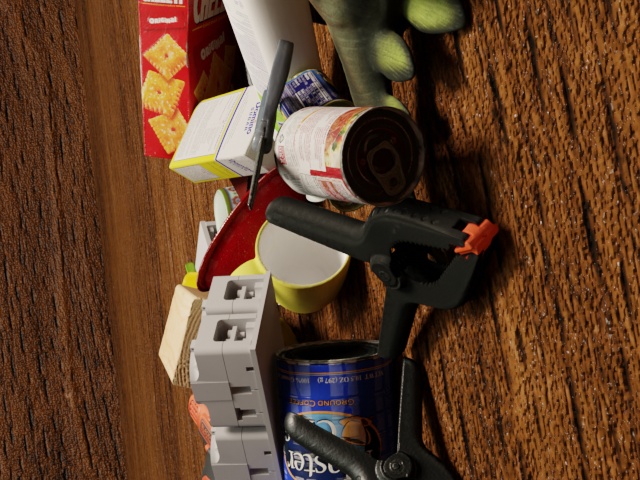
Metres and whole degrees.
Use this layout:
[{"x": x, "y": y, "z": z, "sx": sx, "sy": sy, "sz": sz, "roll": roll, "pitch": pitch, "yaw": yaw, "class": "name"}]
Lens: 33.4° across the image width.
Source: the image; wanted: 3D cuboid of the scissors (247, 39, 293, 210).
[{"x": -0.038, "y": -0.096, "z": 0.807, "sx": 0.202, "sy": 0.016, "sz": 0.096, "roll": -95, "pitch": 20, "yaw": -71, "class": "scissors"}]

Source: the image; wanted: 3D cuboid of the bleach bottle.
[{"x": -0.032, "y": -0.148, "z": 0.976, "sx": 0.103, "sy": 0.068, "sz": 0.251, "roll": 50, "pitch": 160, "yaw": 52, "class": "bleach bottle"}]

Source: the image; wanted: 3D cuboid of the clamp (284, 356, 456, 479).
[{"x": 0.064, "y": 0.173, "z": 0.833, "sx": 0.171, "sy": 0.120, "sz": 0.039, "roll": 51, "pitch": 169, "yaw": 25, "class": "clamp"}]

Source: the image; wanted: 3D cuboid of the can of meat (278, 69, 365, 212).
[{"x": 0.009, "y": -0.088, "z": 0.909, "sx": 0.102, "sy": 0.057, "sz": 0.084, "roll": 58, "pitch": -178, "yaw": -34, "class": "can of meat"}]

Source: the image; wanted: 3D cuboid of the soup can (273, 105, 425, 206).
[{"x": 0.018, "y": -0.062, "z": 0.759, "sx": 0.102, "sy": 0.068, "sz": 0.068, "roll": 13, "pitch": 107, "yaw": 60, "class": "soup can"}]

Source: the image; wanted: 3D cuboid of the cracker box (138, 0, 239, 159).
[{"x": -0.151, "y": -0.220, "z": 1.277, "sx": 0.164, "sy": 0.072, "sz": 0.214, "roll": -51, "pitch": -33, "yaw": -63, "class": "cracker box"}]

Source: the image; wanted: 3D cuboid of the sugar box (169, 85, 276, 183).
[{"x": -0.092, "y": -0.115, "z": 1.149, "sx": 0.177, "sy": 0.048, "sz": 0.093, "roll": 1, "pitch": 65, "yaw": 55, "class": "sugar box"}]

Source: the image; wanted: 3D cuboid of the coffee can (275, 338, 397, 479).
[{"x": 0.016, "y": 0.164, "z": 0.930, "sx": 0.103, "sy": 0.102, "sz": 0.140, "roll": -171, "pitch": 77, "yaw": -72, "class": "coffee can"}]

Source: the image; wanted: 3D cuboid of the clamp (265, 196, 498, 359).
[{"x": 0.061, "y": 0.023, "z": 0.793, "sx": 0.210, "sy": 0.036, "sz": 0.164, "roll": -9, "pitch": 122, "yaw": 55, "class": "clamp"}]

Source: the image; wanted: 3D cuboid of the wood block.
[{"x": -0.112, "y": 0.104, "z": 1.133, "sx": 0.206, "sy": 0.090, "sz": 0.090, "roll": -173, "pitch": 97, "yaw": -78, "class": "wood block"}]

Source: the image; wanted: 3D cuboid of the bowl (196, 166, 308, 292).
[{"x": -0.057, "y": 0.001, "z": 1.102, "sx": 0.055, "sy": 0.161, "sz": 0.162, "roll": 35, "pitch": 145, "yaw": 10, "class": "bowl"}]
